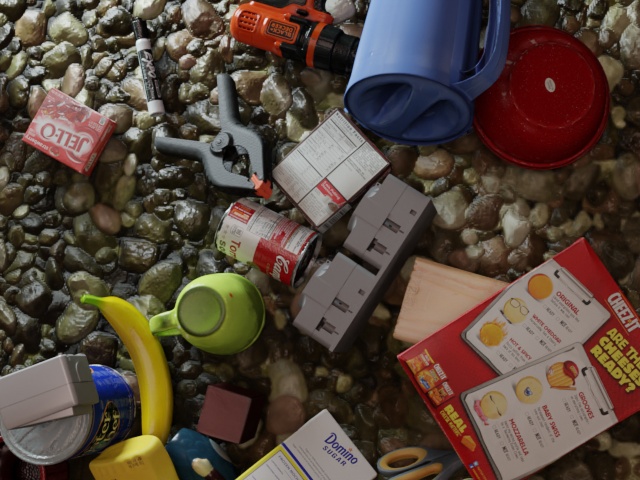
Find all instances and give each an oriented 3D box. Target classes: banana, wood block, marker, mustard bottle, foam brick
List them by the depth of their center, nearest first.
[{"bbox_3d":[0.190,0.090,1.119,0.206,0.090,0.090,16,88,11],"label":"wood block"},{"bbox_3d":[-0.170,0.307,1.161,0.096,0.058,0.191,-20,102,36],"label":"mustard bottle"},{"bbox_3d":[-0.097,0.188,1.168,0.051,0.078,0.053,15,87,10],"label":"foam brick"},{"bbox_3d":[-0.204,0.142,1.203,0.069,0.037,0.198,-24,87,-31],"label":"banana"},{"bbox_3d":[-0.204,-0.206,1.260,0.020,0.020,0.121,-14,81,8],"label":"marker"}]

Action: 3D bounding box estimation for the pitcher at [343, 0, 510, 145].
[{"bbox_3d":[0.118,-0.233,1.118,0.149,0.145,0.242,11,67,2],"label":"pitcher"}]

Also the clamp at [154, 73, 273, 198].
[{"bbox_3d":[-0.102,-0.114,1.204,0.172,0.039,0.120,37,94,30],"label":"clamp"}]

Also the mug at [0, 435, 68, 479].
[{"bbox_3d":[-0.330,0.274,1.199,0.093,0.081,0.117,-30,79,6],"label":"mug"}]

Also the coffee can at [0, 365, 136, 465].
[{"bbox_3d":[-0.274,0.188,1.168,0.103,0.140,0.103,-1,84,10],"label":"coffee can"}]

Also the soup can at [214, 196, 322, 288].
[{"bbox_3d":[-0.058,0.001,1.185,0.102,0.068,0.068,26,89,13],"label":"soup can"}]

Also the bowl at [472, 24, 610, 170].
[{"bbox_3d":[0.239,-0.159,1.136,0.162,0.055,0.162,0,84,-5],"label":"bowl"}]

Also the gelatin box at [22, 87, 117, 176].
[{"bbox_3d":[-0.296,-0.128,1.262,0.089,0.030,0.073,29,90,12],"label":"gelatin box"}]

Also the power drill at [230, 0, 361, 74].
[{"bbox_3d":[0.006,-0.289,1.210,0.184,0.057,0.187,19,88,12],"label":"power drill"}]

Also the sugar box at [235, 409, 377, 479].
[{"bbox_3d":[-0.036,0.268,1.128,0.176,0.048,0.093,-33,79,-26],"label":"sugar box"}]

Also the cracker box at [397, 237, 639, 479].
[{"bbox_3d":[0.207,0.124,1.030,0.214,0.072,0.164,-33,81,6],"label":"cracker box"}]

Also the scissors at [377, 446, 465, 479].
[{"bbox_3d":[0.147,0.225,1.143,0.201,0.096,0.016,-22,110,-21],"label":"scissors"}]

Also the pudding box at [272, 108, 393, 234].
[{"bbox_3d":[0.011,-0.078,1.197,0.113,0.039,0.090,-42,78,2],"label":"pudding box"}]
